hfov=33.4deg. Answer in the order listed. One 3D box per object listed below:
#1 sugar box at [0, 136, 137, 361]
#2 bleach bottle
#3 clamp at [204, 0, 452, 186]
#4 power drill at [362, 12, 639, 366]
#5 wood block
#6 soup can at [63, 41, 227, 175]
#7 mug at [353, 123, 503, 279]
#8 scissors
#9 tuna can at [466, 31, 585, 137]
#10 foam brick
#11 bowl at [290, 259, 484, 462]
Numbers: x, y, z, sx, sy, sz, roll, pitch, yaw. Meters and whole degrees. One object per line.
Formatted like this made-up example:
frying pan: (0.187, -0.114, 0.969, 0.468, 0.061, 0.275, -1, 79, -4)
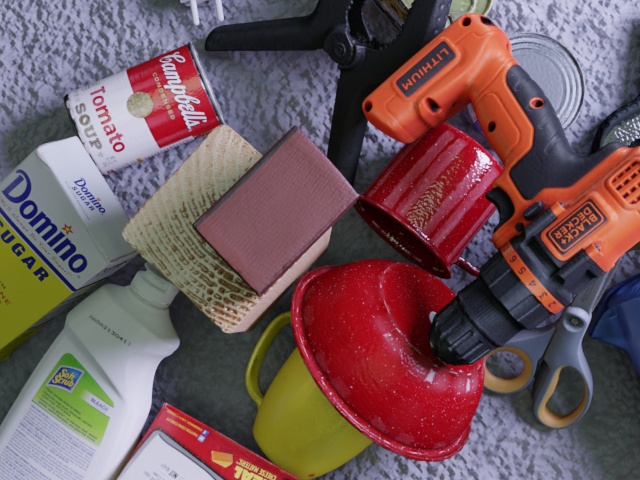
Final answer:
sugar box: (-0.210, 0.013, 0.747, 0.177, 0.048, 0.093, -36, 86, 34)
bleach bottle: (-0.165, 0.132, 0.747, 0.102, 0.068, 0.251, 33, 99, 3)
clamp: (0.025, -0.127, 0.756, 0.210, 0.036, 0.164, -31, 92, 38)
power drill: (0.107, -0.037, 0.681, 0.184, 0.057, 0.188, -40, 66, 12)
wood block: (-0.055, 0.000, 0.711, 0.090, 0.206, 0.091, 42, 87, 2)
soup can: (-0.129, -0.096, 0.787, 0.102, 0.068, 0.068, -22, 86, -1)
mug: (0.092, -0.024, 0.772, 0.117, 0.093, 0.081, 40, 82, 5)
scissors: (0.158, 0.054, 0.743, 0.096, 0.016, 0.202, 13, 130, 19)
tuna can: (0.153, -0.111, 0.805, 0.086, 0.034, 0.086, 0, 86, 0)
foam brick: (-0.023, -0.014, 0.582, 0.078, 0.053, 0.051, -45, 87, -3)
bowl: (0.059, 0.067, 0.728, 0.162, 0.161, 0.055, 47, 121, 3)
